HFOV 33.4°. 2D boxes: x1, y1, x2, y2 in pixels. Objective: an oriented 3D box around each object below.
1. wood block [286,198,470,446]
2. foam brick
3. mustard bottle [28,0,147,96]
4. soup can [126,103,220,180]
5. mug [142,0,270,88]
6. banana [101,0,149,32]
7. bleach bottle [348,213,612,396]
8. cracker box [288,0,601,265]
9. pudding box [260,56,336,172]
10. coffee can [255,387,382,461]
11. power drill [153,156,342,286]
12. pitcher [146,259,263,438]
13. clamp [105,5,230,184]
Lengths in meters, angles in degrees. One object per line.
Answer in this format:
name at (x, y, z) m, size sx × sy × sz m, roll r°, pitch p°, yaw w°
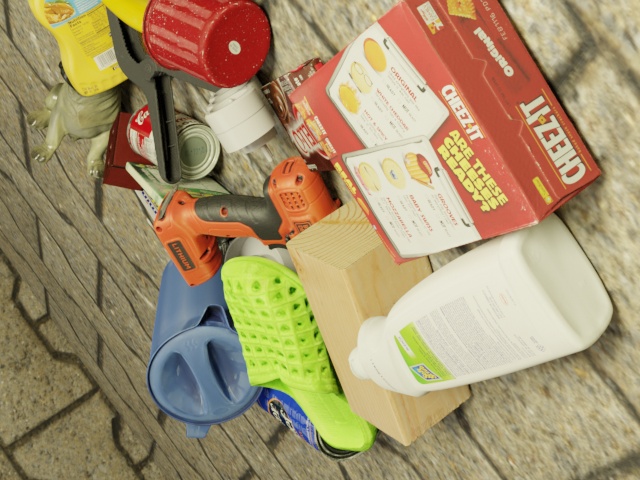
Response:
wood block at (0.058, 0.075, 0.994) m, size 0.091 × 0.090 × 0.206 m, roll 25°, pitch 142°, yaw 52°
foam brick at (-0.231, -0.109, 1.301) m, size 0.053 × 0.051 × 0.078 m, roll 133°, pitch 144°, yaw -58°
mustard bottle at (-0.264, -0.258, 1.164) m, size 0.058 × 0.096 × 0.191 m, roll 45°, pitch 163°, yaw 49°
soup can at (-0.169, -0.114, 1.228) m, size 0.102 × 0.068 × 0.068 m, roll 30°, pitch 146°, yaw 47°
mug at (-0.095, -0.197, 0.953) m, size 0.082 × 0.093 × 0.117 m, roll 30°, pitch 111°, yaw 39°
banana at (-0.188, -0.253, 1.083) m, size 0.198 × 0.037 × 0.070 m, roll 48°, pitch 122°, yaw 16°
bleach bottle at (0.100, 0.063, 0.829) m, size 0.102 × 0.068 × 0.251 m, roll 56°, pitch 142°, yaw -5°
cracker box at (0.079, -0.079, 0.760) m, size 0.164 × 0.072 × 0.214 m, roll 57°, pitch 157°, yaw -4°
pudding box at (-0.005, -0.105, 0.913) m, size 0.090 × 0.039 × 0.113 m, roll 60°, pitch 172°, yaw -9°
coffee can at (-0.003, 0.183, 1.252) m, size 0.140 × 0.102 × 0.103 m, roll 26°, pitch 144°, yaw 51°
power drill at (-0.057, 0.001, 1.064) m, size 0.188 × 0.057 × 0.184 m, roll -6°, pitch 130°, yaw 24°
pitcher at (-0.144, 0.114, 1.301) m, size 0.145 × 0.149 × 0.243 m, roll 49°, pitch -169°, yaw -24°
clamp at (-0.161, -0.185, 1.123) m, size 0.165 × 0.036 × 0.210 m, roll -35°, pitch 78°, yaw 42°
